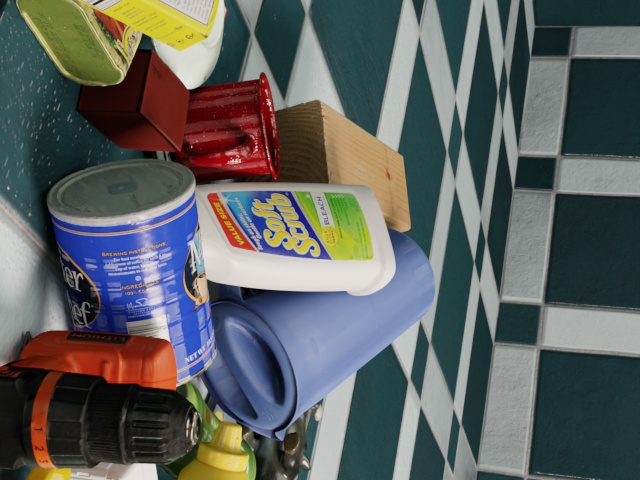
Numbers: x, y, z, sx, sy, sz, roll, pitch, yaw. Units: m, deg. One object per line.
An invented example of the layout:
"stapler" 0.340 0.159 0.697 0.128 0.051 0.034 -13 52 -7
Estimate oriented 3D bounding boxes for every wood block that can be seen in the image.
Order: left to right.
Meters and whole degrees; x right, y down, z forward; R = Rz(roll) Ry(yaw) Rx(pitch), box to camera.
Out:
"wood block" 0.011 -0.064 1.092 0.205 0.090 0.091 23 59 -61

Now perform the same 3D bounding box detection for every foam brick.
"foam brick" -0.139 -0.106 0.810 0.078 0.051 0.053 49 46 -66

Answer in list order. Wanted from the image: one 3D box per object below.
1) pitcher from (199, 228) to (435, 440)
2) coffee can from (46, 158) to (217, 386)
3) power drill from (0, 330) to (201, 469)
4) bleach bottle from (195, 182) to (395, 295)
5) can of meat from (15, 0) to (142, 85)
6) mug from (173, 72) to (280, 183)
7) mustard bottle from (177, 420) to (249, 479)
"pitcher" 0.001 0.065 1.033 0.242 0.145 0.149 -29 157 -43
"coffee can" -0.133 0.024 0.769 0.102 0.103 0.140 -56 146 -58
"power drill" -0.146 0.092 0.641 0.187 0.184 0.057 -2 95 -82
"bleach bottle" -0.056 0.001 0.900 0.250 0.068 0.102 -2 69 -38
"can of meat" -0.158 -0.168 0.732 0.102 0.057 0.084 65 36 -56
"mug" -0.082 -0.088 0.908 0.117 0.081 0.093 -88 170 -63
"mustard bottle" -0.095 0.238 0.845 0.096 0.058 0.191 22 82 -73
